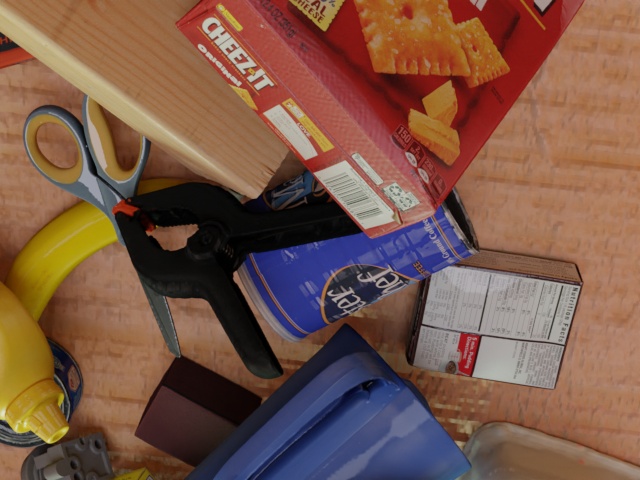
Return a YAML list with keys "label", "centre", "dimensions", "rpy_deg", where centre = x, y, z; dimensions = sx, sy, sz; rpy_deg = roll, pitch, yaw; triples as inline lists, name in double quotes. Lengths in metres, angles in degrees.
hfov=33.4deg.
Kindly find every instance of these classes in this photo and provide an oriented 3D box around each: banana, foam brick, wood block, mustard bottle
- label: "banana"
  centre: [-0.167, 0.008, 0.768]
  dimensions: [0.198, 0.037, 0.069]
  rpy_deg: [-41, 98, 13]
- label: "foam brick"
  centre: [-0.092, 0.134, 0.810]
  dimensions: [0.078, 0.051, 0.053]
  rpy_deg: [30, 112, -8]
- label: "wood block"
  centre: [-0.104, -0.121, 0.613]
  dimensions: [0.205, 0.090, 0.091]
  rpy_deg: [37, 83, -35]
- label: "mustard bottle"
  centre: [-0.240, 0.065, 0.742]
  dimensions: [0.192, 0.058, 0.096]
  rpy_deg: [45, 126, 17]

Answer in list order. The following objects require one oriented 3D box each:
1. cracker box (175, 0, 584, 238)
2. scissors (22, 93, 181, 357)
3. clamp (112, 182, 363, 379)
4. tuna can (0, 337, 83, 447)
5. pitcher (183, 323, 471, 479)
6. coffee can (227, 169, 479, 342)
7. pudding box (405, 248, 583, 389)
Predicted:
- label: "cracker box"
  centre: [0.047, -0.135, 0.607]
  dimensions: [0.164, 0.213, 0.072]
  rpy_deg: [47, 150, -15]
- label: "scissors"
  centre: [-0.150, -0.013, 0.733]
  dimensions: [0.096, 0.016, 0.202]
  rpy_deg: [0, 108, 9]
- label: "clamp"
  centre: [-0.054, 0.001, 0.666]
  dimensions: [0.120, 0.172, 0.039]
  rpy_deg: [-48, 147, -17]
- label: "tuna can"
  centre: [-0.229, 0.116, 0.821]
  dimensions: [0.086, 0.033, 0.086]
  rpy_deg: [1, 113, 3]
- label: "pitcher"
  centre: [-0.028, 0.177, 0.731]
  dimensions: [0.242, 0.145, 0.149]
  rpy_deg: [-41, 107, -6]
- label: "coffee can"
  centre: [0.021, -0.007, 0.716]
  dimensions: [0.140, 0.102, 0.103]
  rpy_deg: [-27, 108, 14]
- label: "pudding box"
  centre: [0.124, 0.055, 0.770]
  dimensions: [0.113, 0.039, 0.090]
  rpy_deg: [8, 112, -2]
